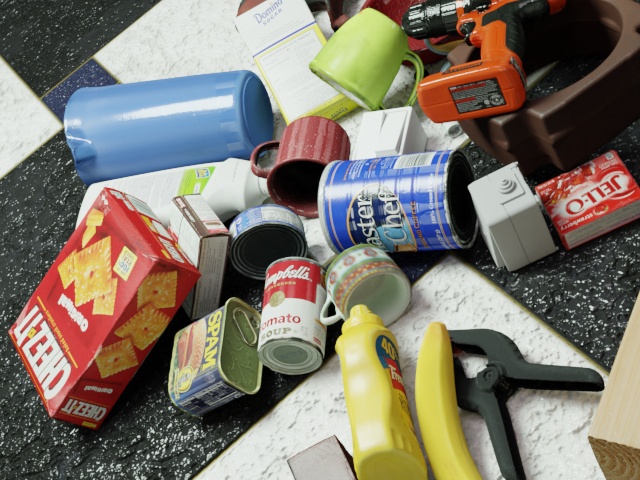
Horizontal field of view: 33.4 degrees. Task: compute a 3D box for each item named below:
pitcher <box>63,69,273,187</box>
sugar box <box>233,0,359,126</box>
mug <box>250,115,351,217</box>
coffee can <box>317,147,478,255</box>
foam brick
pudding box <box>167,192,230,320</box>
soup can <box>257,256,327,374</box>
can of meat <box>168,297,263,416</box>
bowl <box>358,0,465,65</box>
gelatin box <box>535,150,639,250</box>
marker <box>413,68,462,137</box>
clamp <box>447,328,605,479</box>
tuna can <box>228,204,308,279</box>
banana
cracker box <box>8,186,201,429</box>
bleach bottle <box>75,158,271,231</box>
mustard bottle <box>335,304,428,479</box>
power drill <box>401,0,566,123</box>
[{"bbox_3d":[-0.183,-0.147,1.341,0.243,0.145,0.149,-6,63,21],"label":"pitcher"},{"bbox_3d":[-0.030,-0.221,1.322,0.093,0.048,0.176,-28,66,5],"label":"sugar box"},{"bbox_3d":[-0.021,-0.088,1.209,0.117,0.093,0.081,5,48,6],"label":"mug"},{"bbox_3d":[0.082,-0.038,1.103,0.140,0.102,0.102,-4,51,27],"label":"coffee can"},{"bbox_3d":[0.013,0.224,0.954,0.051,0.053,0.078,-31,45,2],"label":"foam brick"},{"bbox_3d":[-0.138,0.018,1.178,0.039,0.113,0.090,-9,37,-28],"label":"pudding box"},{"bbox_3d":[-0.027,0.077,1.092,0.069,0.068,0.102,-12,49,20],"label":"soup can"},{"bbox_3d":[-0.107,0.121,1.094,0.084,0.057,0.102,-30,40,33],"label":"can of meat"},{"bbox_3d":[0.126,-0.265,1.305,0.162,0.055,0.162,-16,47,18],"label":"bowl"},{"bbox_3d":[0.267,-0.041,1.051,0.089,0.030,0.073,-26,45,9],"label":"gelatin box"},{"bbox_3d":[0.135,-0.162,1.238,0.020,0.020,0.121,-28,44,6],"label":"marker"},{"bbox_3d":[0.170,0.124,0.958,0.120,0.039,0.172,-39,46,0],"label":"clamp"},{"bbox_3d":[-0.058,0.001,1.161,0.086,0.086,0.034,-22,44,11],"label":"tuna can"},{"bbox_3d":[0.117,0.168,0.933,0.070,0.037,0.198,-43,50,31],"label":"banana"},{"bbox_3d":[-0.242,0.070,1.169,0.214,0.072,0.164,-54,43,10],"label":"cracker box"},{"bbox_3d":[-0.165,-0.042,1.278,0.251,0.068,0.102,-10,50,20],"label":"bleach bottle"},{"bbox_3d":[0.050,0.136,0.977,0.058,0.096,0.191,-22,45,12],"label":"mustard bottle"},{"bbox_3d":[0.155,-0.203,1.105,0.185,0.057,0.187,-9,43,30],"label":"power drill"}]
